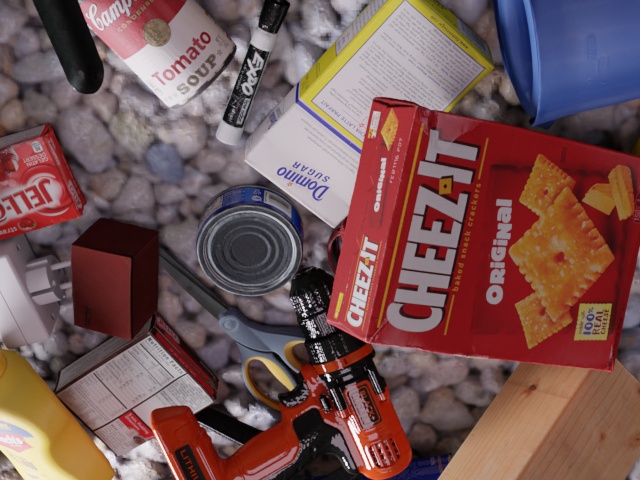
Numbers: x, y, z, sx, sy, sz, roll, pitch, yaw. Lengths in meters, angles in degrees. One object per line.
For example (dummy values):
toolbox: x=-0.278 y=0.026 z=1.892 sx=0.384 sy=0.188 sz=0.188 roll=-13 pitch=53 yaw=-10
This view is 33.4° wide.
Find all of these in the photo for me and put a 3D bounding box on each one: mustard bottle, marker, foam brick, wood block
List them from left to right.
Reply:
mustard bottle: x=-0.246 y=0.143 z=0.875 sx=0.096 sy=0.058 sz=0.191 roll=15 pitch=145 yaw=31
foam brick: x=-0.162 y=0.030 z=0.846 sx=0.053 sy=0.051 sz=0.078 roll=13 pitch=120 yaw=12
marker: x=-0.050 y=-0.126 z=0.783 sx=0.020 sy=0.020 sz=0.121 roll=18 pitch=118 yaw=-10
wood block: x=0.173 y=0.187 z=0.862 sx=0.090 sy=0.091 sz=0.206 roll=44 pitch=75 yaw=-21

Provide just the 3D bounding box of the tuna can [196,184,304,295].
tuna can: x=-0.056 y=0.001 z=0.847 sx=0.086 sy=0.033 sz=0.086 roll=0 pitch=120 yaw=0

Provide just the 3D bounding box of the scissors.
scissors: x=-0.054 y=0.065 z=0.892 sx=0.096 sy=0.016 sz=0.201 roll=-21 pitch=118 yaw=14

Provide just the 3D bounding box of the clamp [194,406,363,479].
clamp: x=-0.039 y=0.204 z=0.915 sx=0.171 sy=0.039 sz=0.120 roll=1 pitch=78 yaw=8

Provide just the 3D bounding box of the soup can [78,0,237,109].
soup can: x=-0.116 y=-0.150 z=0.742 sx=0.069 sy=0.068 sz=0.102 roll=-36 pitch=114 yaw=18

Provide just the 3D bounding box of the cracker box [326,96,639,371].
cracker box: x=0.127 y=0.000 z=0.762 sx=0.213 sy=0.072 sz=0.164 roll=9 pitch=95 yaw=-26

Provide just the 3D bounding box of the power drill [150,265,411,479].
power drill: x=-0.038 y=0.134 z=0.864 sx=0.187 sy=0.057 sz=0.184 roll=-24 pitch=93 yaw=-2

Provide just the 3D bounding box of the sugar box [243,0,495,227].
sugar box: x=0.033 y=-0.100 z=0.785 sx=0.093 sy=0.048 sz=0.176 roll=37 pitch=117 yaw=-19

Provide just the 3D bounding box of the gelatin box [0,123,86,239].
gelatin box: x=-0.236 y=-0.042 z=0.823 sx=0.089 sy=0.030 sz=0.073 roll=-14 pitch=119 yaw=8

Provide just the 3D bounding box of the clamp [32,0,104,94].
clamp: x=-0.210 y=-0.207 z=0.706 sx=0.165 sy=0.036 sz=0.210 roll=10 pitch=109 yaw=35

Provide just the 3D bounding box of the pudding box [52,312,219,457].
pudding box: x=-0.157 y=0.124 z=0.914 sx=0.114 sy=0.039 sz=0.090 roll=-32 pitch=113 yaw=14
